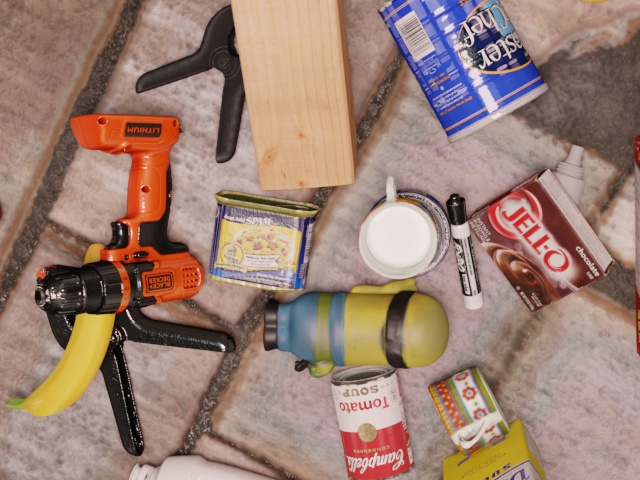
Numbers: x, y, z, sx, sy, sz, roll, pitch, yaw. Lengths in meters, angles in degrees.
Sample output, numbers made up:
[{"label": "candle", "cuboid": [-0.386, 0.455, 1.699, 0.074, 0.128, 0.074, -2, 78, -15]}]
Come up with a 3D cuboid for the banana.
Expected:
[{"label": "banana", "cuboid": [-0.243, 0.101, 1.053, 0.069, 0.037, 0.198, 31, 98, 6]}]

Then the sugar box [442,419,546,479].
[{"label": "sugar box", "cuboid": [0.161, 0.230, 0.987, 0.093, 0.176, 0.048, -32, 93, 10]}]

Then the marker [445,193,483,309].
[{"label": "marker", "cuboid": [0.138, 0.011, 1.022, 0.020, 0.020, 0.121, -10, 116, 8]}]

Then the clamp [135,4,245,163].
[{"label": "clamp", "cuboid": [-0.100, -0.174, 1.039, 0.120, 0.039, 0.171, 31, 103, -3]}]

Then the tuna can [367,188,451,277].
[{"label": "tuna can", "cuboid": [0.085, -0.007, 1.038, 0.086, 0.033, 0.086, 1, 97, 7]}]

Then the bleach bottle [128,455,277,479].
[{"label": "bleach bottle", "cuboid": [-0.076, 0.287, 1.082, 0.251, 0.068, 0.102, 17, 98, 7]}]

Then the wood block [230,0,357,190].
[{"label": "wood block", "cuboid": [-0.020, -0.157, 0.962, 0.090, 0.090, 0.206, -3, 123, 6]}]

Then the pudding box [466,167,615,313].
[{"label": "pudding box", "cuboid": [0.206, 0.001, 1.004, 0.090, 0.039, 0.113, -35, 94, 41]}]

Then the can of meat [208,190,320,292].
[{"label": "can of meat", "cuboid": [-0.057, 0.001, 1.046, 0.102, 0.057, 0.084, 9, 100, 6]}]

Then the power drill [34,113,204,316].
[{"label": "power drill", "cuboid": [-0.192, -0.025, 1.009, 0.057, 0.184, 0.188, 2, 96, 41]}]

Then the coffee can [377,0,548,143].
[{"label": "coffee can", "cuboid": [0.130, -0.174, 0.977, 0.103, 0.102, 0.140, -29, 93, 9]}]

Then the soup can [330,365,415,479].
[{"label": "soup can", "cuboid": [0.051, 0.179, 1.049, 0.068, 0.068, 0.102, -10, 95, 8]}]

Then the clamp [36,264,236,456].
[{"label": "clamp", "cuboid": [-0.198, 0.094, 1.084, 0.165, 0.036, 0.210, -41, 88, 11]}]
